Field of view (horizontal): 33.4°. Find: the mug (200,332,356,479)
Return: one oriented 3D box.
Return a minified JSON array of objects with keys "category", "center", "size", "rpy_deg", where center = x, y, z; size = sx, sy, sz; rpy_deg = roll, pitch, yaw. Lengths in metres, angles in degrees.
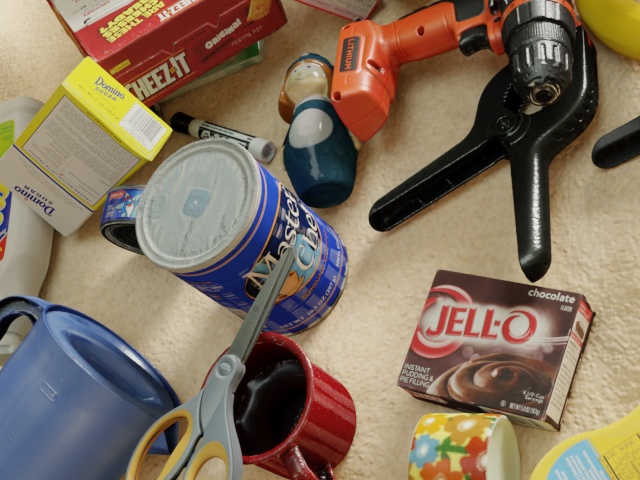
[{"category":"mug","center":[-0.021,0.130,0.748],"size":[0.093,0.081,0.117],"rpy_deg":[-40,52,8]}]

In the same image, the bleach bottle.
[{"category":"bleach bottle","center":[-0.287,-0.006,0.992],"size":[0.103,0.068,0.251],"rpy_deg":[-22,59,21]}]

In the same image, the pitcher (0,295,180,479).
[{"category":"pitcher","center":[-0.239,0.171,0.830],"size":[0.243,0.144,0.149],"rpy_deg":[-49,31,4]}]

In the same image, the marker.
[{"category":"marker","center":[-0.089,-0.093,0.942],"size":[0.121,0.020,0.020],"rpy_deg":[21,78,37]}]

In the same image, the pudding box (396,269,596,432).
[{"category":"pudding box","center":[0.118,0.073,0.720],"size":[0.114,0.039,0.090],"rpy_deg":[10,71,34]}]

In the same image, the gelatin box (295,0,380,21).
[{"category":"gelatin box","center":[-0.001,-0.225,0.912],"size":[0.030,0.089,0.073],"rpy_deg":[-55,46,28]}]

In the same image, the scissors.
[{"category":"scissors","center":[-0.055,0.105,0.718],"size":[0.202,0.016,0.096],"rpy_deg":[-50,53,0]}]

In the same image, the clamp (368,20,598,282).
[{"category":"clamp","center":[0.132,-0.073,0.783],"size":[0.165,0.036,0.210],"rpy_deg":[11,66,44]}]

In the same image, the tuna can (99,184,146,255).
[{"category":"tuna can","center":[-0.140,-0.014,0.891],"size":[0.086,0.086,0.033],"rpy_deg":[-2,67,30]}]

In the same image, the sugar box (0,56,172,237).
[{"category":"sugar box","center":[-0.208,-0.075,0.912],"size":[0.177,0.093,0.048],"rpy_deg":[-30,22,51]}]

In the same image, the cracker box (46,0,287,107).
[{"category":"cracker box","center":[-0.148,-0.214,0.964],"size":[0.164,0.072,0.214],"rpy_deg":[-33,40,-7]}]

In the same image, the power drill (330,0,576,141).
[{"category":"power drill","center":[0.101,-0.141,0.800],"size":[0.188,0.057,0.184],"rpy_deg":[-19,39,26]}]

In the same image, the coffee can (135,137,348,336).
[{"category":"coffee can","center":[-0.055,0.001,0.797],"size":[0.103,0.140,0.103],"rpy_deg":[-14,60,25]}]
